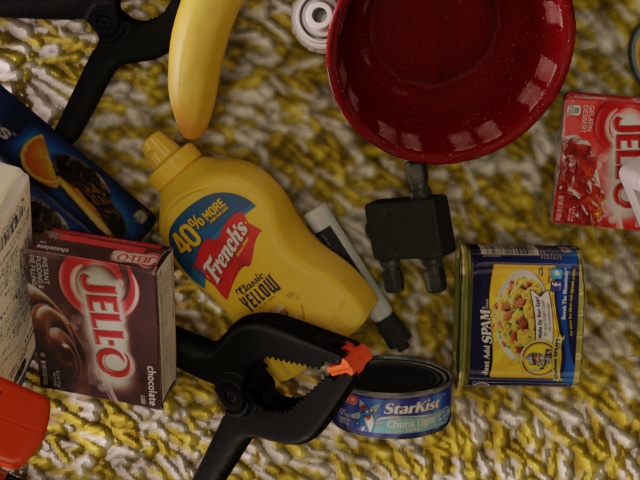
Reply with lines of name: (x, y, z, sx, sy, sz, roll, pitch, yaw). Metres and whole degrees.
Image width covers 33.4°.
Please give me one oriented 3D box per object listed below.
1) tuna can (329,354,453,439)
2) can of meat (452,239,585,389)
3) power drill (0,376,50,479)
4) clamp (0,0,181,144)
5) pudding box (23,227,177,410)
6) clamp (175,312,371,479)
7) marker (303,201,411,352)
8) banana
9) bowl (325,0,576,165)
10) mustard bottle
tuna can: (0.049, 0.108, 0.740, 0.086, 0.086, 0.034, 1, 101, 4)
can of meat: (0.136, 0.051, 0.738, 0.084, 0.057, 0.102, 1, 99, 3)
power drill: (-0.237, 0.156, 0.737, 0.184, 0.057, 0.188, 22, 141, -8)
clamp: (-0.147, -0.141, 0.739, 0.171, 0.039, 0.120, -20, 114, 6)
pudding box: (-0.143, 0.052, 0.706, 0.090, 0.039, 0.113, 9, 123, 12)
clamp: (-0.060, 0.093, 0.735, 0.210, 0.036, 0.164, -27, 95, 37)
marker: (0.028, 0.028, 0.761, 0.020, 0.020, 0.121, -32, 95, 9)
banana: (-0.055, -0.163, 0.708, 0.069, 0.037, 0.198, 33, 95, -24)
bowl: (0.080, -0.133, 0.697, 0.162, 0.055, 0.162, -3, 120, -6)
mustard bottle: (-0.055, 0.001, 0.742, 0.096, 0.058, 0.191, -39, 94, 32)
